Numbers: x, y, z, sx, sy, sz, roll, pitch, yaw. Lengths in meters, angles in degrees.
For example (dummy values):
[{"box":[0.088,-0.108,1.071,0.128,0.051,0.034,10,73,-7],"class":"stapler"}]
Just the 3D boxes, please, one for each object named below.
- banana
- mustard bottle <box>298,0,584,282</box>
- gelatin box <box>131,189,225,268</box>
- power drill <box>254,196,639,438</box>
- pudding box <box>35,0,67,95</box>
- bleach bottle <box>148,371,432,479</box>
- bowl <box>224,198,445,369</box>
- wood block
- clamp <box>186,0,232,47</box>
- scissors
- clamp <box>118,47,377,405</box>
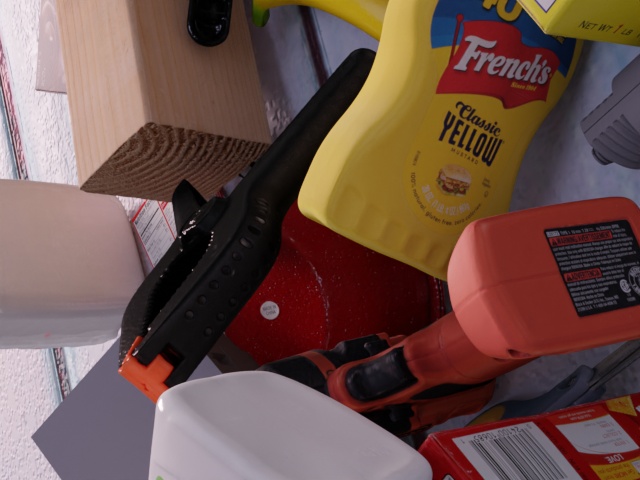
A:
[{"box":[0.021,-0.125,0.572,0.198,0.069,0.037,31,73,40],"class":"banana"},{"box":[0.069,-0.081,0.484,0.058,0.096,0.191,29,95,61],"class":"mustard bottle"},{"box":[-0.089,-0.003,0.729,0.073,0.030,0.089,-51,56,39],"class":"gelatin box"},{"box":[0.041,0.048,0.453,0.188,0.184,0.057,-37,68,51],"class":"power drill"},{"box":[-0.179,-0.166,0.815,0.090,0.039,0.113,13,102,47],"class":"pudding box"},{"box":[-0.029,0.182,0.397,0.103,0.067,0.251,24,112,45],"class":"bleach bottle"},{"box":[-0.010,0.031,0.601,0.162,0.055,0.162,15,112,41],"class":"bowl"},{"box":[-0.107,-0.137,0.677,0.090,0.090,0.206,-34,60,44],"class":"wood block"},{"box":[-0.051,-0.211,0.623,0.120,0.039,0.171,-47,40,47],"class":"clamp"},{"box":[0.113,0.069,0.500,0.202,0.096,0.016,-44,92,9],"class":"scissors"},{"box":[-0.053,0.001,0.533,0.036,0.209,0.165,43,136,-18],"class":"clamp"}]
